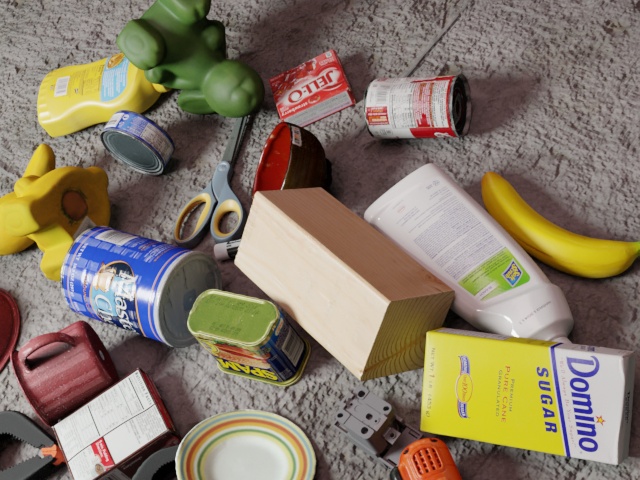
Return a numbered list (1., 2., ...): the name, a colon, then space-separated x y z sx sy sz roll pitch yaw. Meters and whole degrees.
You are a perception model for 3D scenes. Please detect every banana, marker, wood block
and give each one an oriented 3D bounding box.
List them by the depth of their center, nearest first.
1. banana: 0.223 -0.009 1.034 0.198 0.037 0.069 28 53 35
2. wood block: 0.018 0.036 1.037 0.206 0.090 0.090 40 122 38
3. marker: -0.058 0.001 1.162 0.121 0.020 0.020 -12 53 17

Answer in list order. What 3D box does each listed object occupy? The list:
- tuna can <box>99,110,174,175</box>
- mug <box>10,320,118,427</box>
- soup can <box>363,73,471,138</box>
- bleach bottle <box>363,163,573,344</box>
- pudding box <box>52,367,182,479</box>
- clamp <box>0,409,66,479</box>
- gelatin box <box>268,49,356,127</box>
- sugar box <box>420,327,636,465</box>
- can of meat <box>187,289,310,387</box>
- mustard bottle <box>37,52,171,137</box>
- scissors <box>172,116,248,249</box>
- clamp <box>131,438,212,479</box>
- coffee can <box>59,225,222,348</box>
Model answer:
1. tuna can: -0.218 -0.117 1.275 0.086 0.086 0.033 12 62 31
2. mug: -0.268 0.130 1.108 0.081 0.117 0.093 -29 52 -3
3. soup can: 0.105 -0.145 1.158 0.102 0.068 0.068 1 58 26
4. bleach bottle: 0.149 0.036 1.017 0.102 0.068 0.251 -38 53 0
5. pudding box: -0.206 0.197 1.081 0.113 0.039 0.090 -33 50 -2
6. clamp: -0.364 0.218 1.132 0.210 0.036 0.164 -11 63 15
7. gelatin box: -0.010 -0.177 1.258 0.089 0.030 0.073 -24 51 8
8. sugar box: 0.177 0.132 0.922 0.176 0.048 0.093 4 94 30
9. can of meat: -0.072 0.096 1.060 0.102 0.084 0.057 10 61 29
10. mustard bottle: -0.266 -0.195 1.369 0.192 0.058 0.096 -11 52 17
11. scissors: -0.100 -0.071 1.234 0.096 0.016 0.201 17 66 31
12. clamp: -0.174 0.253 1.027 0.120 0.039 0.171 31 67 32
13. coffee can: -0.190 0.048 1.135 0.140 0.102 0.102 14 64 31
